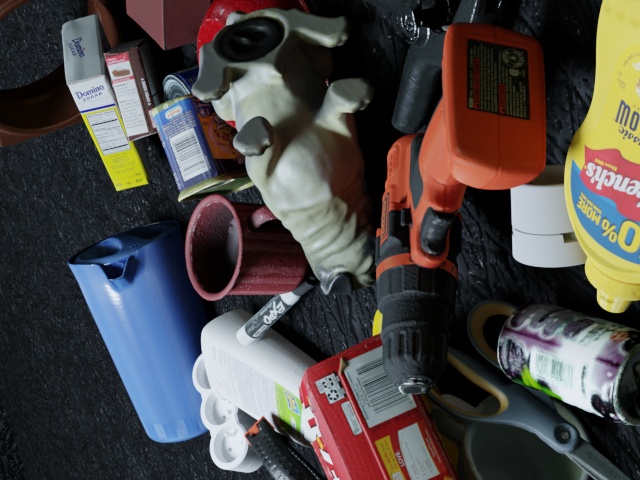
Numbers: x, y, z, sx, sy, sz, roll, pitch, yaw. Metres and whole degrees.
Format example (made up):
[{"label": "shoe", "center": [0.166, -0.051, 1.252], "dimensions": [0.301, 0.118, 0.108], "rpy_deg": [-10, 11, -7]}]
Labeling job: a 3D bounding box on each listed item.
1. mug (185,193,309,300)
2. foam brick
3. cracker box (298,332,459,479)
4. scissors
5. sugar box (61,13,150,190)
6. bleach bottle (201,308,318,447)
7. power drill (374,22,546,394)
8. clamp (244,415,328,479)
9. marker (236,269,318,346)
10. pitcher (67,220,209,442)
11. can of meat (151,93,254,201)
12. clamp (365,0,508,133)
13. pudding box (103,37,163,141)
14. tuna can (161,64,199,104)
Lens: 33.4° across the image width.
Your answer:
[{"label": "mug", "center": [-0.056, 0.001, 0.945], "dimensions": [0.117, 0.081, 0.093], "rpy_deg": [-45, 54, 42]}, {"label": "foam brick", "center": [-0.141, -0.222, 0.987], "dimensions": [0.078, 0.051, 0.053], "rpy_deg": [46, 145, 37]}, {"label": "cracker box", "center": [0.044, 0.162, 0.774], "dimensions": [0.214, 0.072, 0.164], "rpy_deg": [103, 143, -79]}, {"label": "scissors", "center": [0.159, 0.107, 0.694], "dimensions": [0.202, 0.096, 0.016], "rpy_deg": [25, 160, 14]}, {"label": "sugar box", "center": [-0.226, -0.142, 1.130], "dimensions": [0.176, 0.048, 0.093], "rpy_deg": [73, -178, -54]}, {"label": "bleach bottle", "center": [-0.024, 0.154, 1.037], "dimensions": [0.251, 0.068, 0.102], "rpy_deg": [27, 136, 49]}, {"label": "power drill", "center": [0.074, -0.021, 0.634], "dimensions": [0.188, 0.057, 0.184], "rpy_deg": [113, 162, -58]}, {"label": "clamp", "center": [0.002, 0.240, 0.970], "dimensions": [0.210, 0.036, 0.164], "rpy_deg": [44, 177, 20]}, {"label": "marker", "center": [-0.040, 0.063, 1.003], "dimensions": [0.121, 0.020, 0.020], "rpy_deg": [-44, 69, 39]}, {"label": "pitcher", "center": [-0.189, 0.103, 1.252], "dimensions": [0.145, 0.149, 0.243], "rpy_deg": [-2, 111, 47]}, {"label": "can of meat", "center": [-0.096, -0.086, 0.951], "dimensions": [0.058, 0.101, 0.084], "rpy_deg": [-22, 87, 30]}, {"label": "clamp", "center": [0.070, -0.131, 0.678], "dimensions": [0.120, 0.039, 0.172], "rpy_deg": [67, 161, -11]}, {"label": "pudding box", "center": [-0.186, -0.156, 1.087], "dimensions": [0.113, 0.039, 0.090], "rpy_deg": [-110, 5, -75]}, {"label": "tuna can", "center": [-0.121, -0.126, 1.041], "dimensions": [0.086, 0.033, 0.086], "rpy_deg": [42, 143, 42]}]
